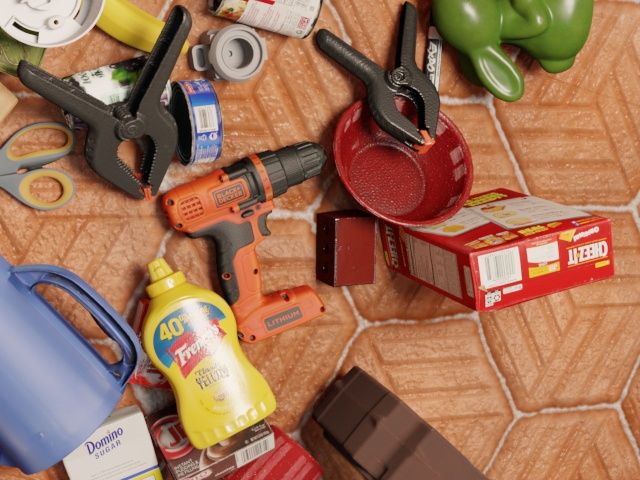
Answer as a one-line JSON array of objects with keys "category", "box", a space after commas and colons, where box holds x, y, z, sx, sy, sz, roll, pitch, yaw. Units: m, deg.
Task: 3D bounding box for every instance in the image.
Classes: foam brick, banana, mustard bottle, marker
[{"category": "foam brick", "box": [0.028, 0.008, 1.173, 0.051, 0.053, 0.078, -3, 99, -21]}, {"category": "banana", "box": [-0.208, -0.240, 1.031, 0.070, 0.037, 0.197, -17, 134, 25]}, {"category": "mustard bottle", "box": [-0.126, 0.106, 1.082, 0.096, 0.058, 0.191, -26, 91, -11]}, {"category": "marker", "box": [0.127, -0.206, 1.194, 0.020, 0.020, 0.121, 1, 98, -22]}]

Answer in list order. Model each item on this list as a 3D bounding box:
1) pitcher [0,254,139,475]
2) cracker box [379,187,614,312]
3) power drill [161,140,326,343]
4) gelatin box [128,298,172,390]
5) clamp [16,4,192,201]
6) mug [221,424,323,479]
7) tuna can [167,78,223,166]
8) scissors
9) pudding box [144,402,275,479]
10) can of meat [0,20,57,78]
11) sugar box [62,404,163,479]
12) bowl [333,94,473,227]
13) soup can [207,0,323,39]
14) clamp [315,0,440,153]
[{"category": "pitcher", "box": [-0.301, 0.089, 1.019, 0.242, 0.145, 0.149, 53, 52, -17]}, {"category": "cracker box", "box": [0.184, 0.006, 1.146, 0.164, 0.214, 0.072, -14, 105, -19]}, {"category": "power drill", "box": [-0.057, 0.001, 1.138, 0.184, 0.057, 0.187, -22, 103, -13]}, {"category": "gelatin box", "box": [-0.165, 0.112, 1.127, 0.073, 0.030, 0.089, 14, 93, -22]}, {"category": "clamp", "box": [-0.196, -0.116, 1.017, 0.164, 0.036, 0.210, -18, 139, -20]}, {"category": "mug", "box": [-0.042, 0.264, 1.163, 0.117, 0.093, 0.081, 41, 77, 6]}, {"category": "tuna can", "box": [-0.126, -0.119, 1.074, 0.033, 0.086, 0.086, -10, 102, -21]}, {"category": "scissors", "box": [-0.329, -0.052, 1.044, 0.201, 0.016, 0.096, -25, 107, -16]}, {"category": "pudding box", "box": [-0.117, 0.204, 1.128, 0.113, 0.090, 0.039, -23, 141, -18]}, {"category": "can of meat", "box": [-0.283, -0.205, 0.999, 0.057, 0.084, 0.102, 20, 91, -23]}, {"category": "sugar box", "box": [-0.211, 0.270, 1.128, 0.093, 0.048, 0.176, -18, 101, -18]}, {"category": "bowl", "box": [0.082, -0.078, 1.158, 0.162, 0.055, 0.162, 7, 64, -16]}, {"category": "soup can", "box": [-0.056, -0.251, 1.089, 0.102, 0.069, 0.068, 12, 94, -23]}, {"category": "clamp", "box": [0.068, -0.171, 1.141, 0.120, 0.039, 0.171, -14, 74, -9]}]
